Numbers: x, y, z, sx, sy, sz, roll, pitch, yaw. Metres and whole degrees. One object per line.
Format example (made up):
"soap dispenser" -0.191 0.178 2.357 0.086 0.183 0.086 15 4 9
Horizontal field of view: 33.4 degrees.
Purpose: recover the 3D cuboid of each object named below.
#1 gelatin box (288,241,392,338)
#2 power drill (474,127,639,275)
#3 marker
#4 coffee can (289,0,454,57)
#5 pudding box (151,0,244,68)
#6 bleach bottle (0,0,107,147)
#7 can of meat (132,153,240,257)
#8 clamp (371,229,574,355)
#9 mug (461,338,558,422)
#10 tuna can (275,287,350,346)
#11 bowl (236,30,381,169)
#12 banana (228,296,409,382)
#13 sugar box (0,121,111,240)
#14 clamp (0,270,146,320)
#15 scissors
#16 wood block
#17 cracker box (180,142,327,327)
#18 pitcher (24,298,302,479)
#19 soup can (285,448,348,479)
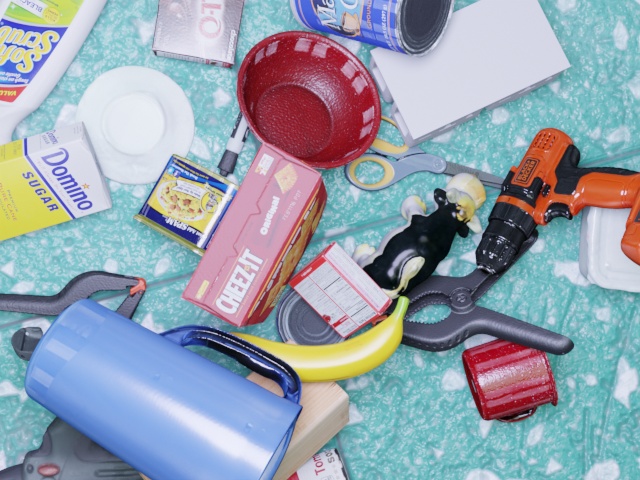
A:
"gelatin box" 0.021 0.053 1.118 0.089 0.073 0.030 45 49 -4
"power drill" 0.270 -0.028 1.119 0.188 0.057 0.184 18 71 38
"marker" -0.084 -0.127 1.167 0.020 0.020 0.121 22 89 -5
"coffee can" 0.053 -0.255 1.103 0.140 0.102 0.103 22 89 34
"pudding box" -0.129 -0.249 1.151 0.090 0.039 0.113 9 91 -6
"bleach bottle" -0.313 -0.186 1.127 0.102 0.068 0.251 27 91 -5
"can of meat" -0.134 -0.035 1.137 0.102 0.057 0.084 28 86 16
"clamp" 0.162 0.078 1.151 0.210 0.036 0.164 -18 49 1
"mug" 0.207 0.156 1.172 0.081 0.093 0.117 -17 129 0
"tuna can" -0.006 0.087 1.172 0.086 0.034 0.086 0 91 -5
"bowl" -0.019 -0.140 1.138 0.162 0.055 0.162 7 68 -18
"banana" -0.001 0.110 1.078 0.198 0.037 0.069 -12 71 3
"sugar box" -0.317 -0.054 1.117 0.176 0.048 0.093 -16 127 -2
"clamp" -0.263 0.093 1.149 0.171 0.039 0.120 -17 104 -2
"scissors" 0.114 -0.071 1.186 0.201 0.016 0.096 31 86 -4
"wood block" -0.075 0.212 1.105 0.206 0.090 0.091 -40 67 -17
"cracker box" -0.057 0.001 1.073 0.072 0.213 0.164 27 88 3
"pitcher" -0.142 0.149 1.001 0.243 0.149 0.145 29 98 6
"soup can" -0.019 0.273 1.158 0.102 0.068 0.068 -18 93 -5
